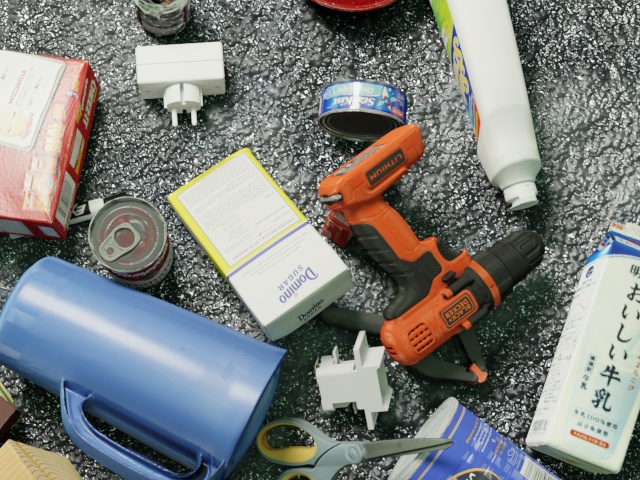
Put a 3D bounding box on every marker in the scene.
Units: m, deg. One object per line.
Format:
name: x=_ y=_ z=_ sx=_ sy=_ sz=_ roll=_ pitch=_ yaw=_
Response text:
marker: x=-0.238 y=-0.025 z=1.022 sx=0.121 sy=0.020 sz=0.020 roll=-14 pitch=80 yaw=-6

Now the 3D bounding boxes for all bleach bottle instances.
bleach bottle: x=0.165 y=-0.154 z=1.030 sx=0.068 sy=0.102 sz=0.251 roll=-13 pitch=79 yaw=-3

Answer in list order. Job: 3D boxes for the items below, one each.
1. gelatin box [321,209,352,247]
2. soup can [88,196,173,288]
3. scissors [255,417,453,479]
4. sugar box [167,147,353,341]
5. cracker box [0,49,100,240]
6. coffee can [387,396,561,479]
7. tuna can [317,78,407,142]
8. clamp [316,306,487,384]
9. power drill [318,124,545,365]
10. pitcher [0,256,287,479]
gelatin box: x=0.037 y=-0.042 z=1.015 sx=0.030 sy=0.073 sz=0.089 roll=35 pitch=79 yaw=3
soup can: x=-0.171 y=0.005 z=0.978 sx=0.068 sy=0.102 sz=0.068 roll=1 pitch=78 yaw=-4
scissors: x=0.025 y=0.205 z=0.940 sx=0.202 sy=0.016 sz=0.096 roll=5 pitch=96 yaw=34
sugar box: x=-0.057 y=0.001 z=0.985 sx=0.093 sy=0.048 sz=0.176 roll=-34 pitch=61 yaw=-8
cracker box: x=-0.329 y=-0.095 z=0.996 sx=0.213 sy=0.072 sz=0.164 roll=7 pitch=73 yaw=3
coffee can: x=0.144 y=0.223 z=0.953 sx=0.140 sy=0.103 sz=0.102 roll=37 pitch=79 yaw=4
tuna can: x=0.041 y=-0.124 z=1.026 sx=0.086 sy=0.086 sz=0.034 roll=6 pitch=76 yaw=-2
clamp: x=0.093 y=0.067 z=1.014 sx=0.171 sy=0.039 sz=0.120 roll=34 pitch=83 yaw=-3
power drill: x=0.099 y=-0.007 z=0.964 sx=0.184 sy=0.057 sz=0.187 roll=-36 pitch=100 yaw=-19
pitcher: x=-0.163 y=0.116 z=0.940 sx=0.243 sy=0.149 sz=0.145 roll=24 pitch=90 yaw=5
